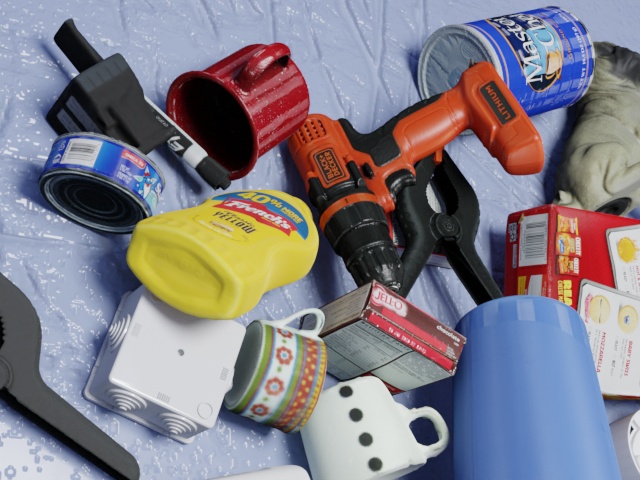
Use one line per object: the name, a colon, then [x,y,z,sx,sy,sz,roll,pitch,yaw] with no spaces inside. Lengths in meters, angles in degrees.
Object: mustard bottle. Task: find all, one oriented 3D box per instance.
mustard bottle: [-0.055,0.001,0.806,0.096,0.058,0.191,25,22,18]

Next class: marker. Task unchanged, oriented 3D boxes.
marker: [-0.116,-0.082,0.836,0.121,0.020,0.020,42,53,5]

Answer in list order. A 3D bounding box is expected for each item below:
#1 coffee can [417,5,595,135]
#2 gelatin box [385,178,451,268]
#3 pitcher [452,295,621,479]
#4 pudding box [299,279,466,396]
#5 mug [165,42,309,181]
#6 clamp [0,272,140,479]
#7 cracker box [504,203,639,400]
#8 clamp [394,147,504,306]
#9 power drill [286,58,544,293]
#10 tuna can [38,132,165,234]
coffee can: [0.177,-0.163,1.017,0.140,0.103,0.103,-18,81,-36]
gelatin box: [0.087,-0.018,0.946,0.089,0.030,0.073,10,67,-28]
pitcher: [0.164,0.171,0.800,0.145,0.149,0.243,8,52,-8]
pudding box: [0.043,0.080,0.825,0.090,0.114,0.039,34,57,-17]
mug: [-0.058,-0.113,0.845,0.093,0.117,0.081,43,48,9]
clamp: [-0.212,0.095,0.708,0.164,0.036,0.210,-7,78,-35]
cracker box: [0.268,0.064,0.984,0.213,0.072,0.164,8,80,-30]
clamp: [0.092,-0.001,0.899,0.120,0.039,0.171,2,63,-30]
power drill: [0.081,-0.056,0.867,0.187,0.057,0.184,-23,59,-3]
tuna can: [-0.158,-0.039,0.767,0.086,0.086,0.033,27,60,-20]
